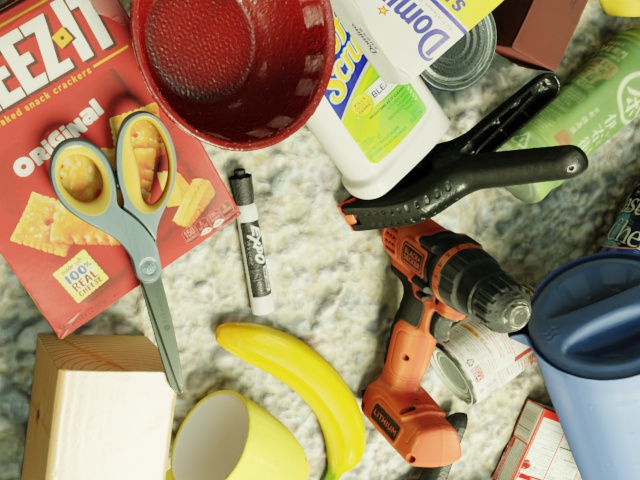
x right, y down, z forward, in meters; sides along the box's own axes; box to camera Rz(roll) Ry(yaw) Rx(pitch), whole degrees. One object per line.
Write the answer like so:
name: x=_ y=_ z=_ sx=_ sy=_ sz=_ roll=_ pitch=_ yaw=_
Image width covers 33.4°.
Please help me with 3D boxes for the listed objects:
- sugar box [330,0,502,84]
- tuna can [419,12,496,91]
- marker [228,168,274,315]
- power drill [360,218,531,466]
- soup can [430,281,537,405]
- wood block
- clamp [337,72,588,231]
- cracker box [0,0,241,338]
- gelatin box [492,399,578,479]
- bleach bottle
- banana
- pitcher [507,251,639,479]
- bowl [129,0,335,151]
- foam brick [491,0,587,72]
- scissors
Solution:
sugar box: x=0.095 y=-0.206 z=0.796 sx=0.176 sy=0.048 sz=0.093 roll=-43 pitch=112 yaw=-12
tuna can: x=0.102 y=-0.167 z=0.883 sx=0.086 sy=0.034 sz=0.086 roll=-6 pitch=104 yaw=-23
marker: x=-0.056 y=0.001 z=0.859 sx=0.020 sy=0.020 sz=0.121 roll=-15 pitch=108 yaw=-21
power drill: x=0.096 y=0.085 z=0.868 sx=0.057 sy=0.185 sz=0.188 roll=2 pitch=111 yaw=-25
soup can: x=0.154 y=0.092 z=0.949 sx=0.102 sy=0.069 sz=0.068 roll=-33 pitch=113 yaw=-14
wood block: x=-0.174 y=0.183 z=0.807 sx=0.090 sy=0.091 sz=0.206 roll=4 pitch=101 yaw=-25
clamp: x=0.114 y=-0.065 z=0.868 sx=0.210 sy=0.164 sz=0.036 roll=-21 pitch=115 yaw=23
cracker box: x=-0.177 y=-0.064 z=0.758 sx=0.164 sy=0.072 sz=0.213 roll=-34 pitch=113 yaw=-15
gelatin box: x=0.215 y=0.206 z=1.025 sx=0.073 sy=0.030 sz=0.089 roll=22 pitch=92 yaw=-29
bleach bottle: x=-0.008 y=-0.155 z=0.822 sx=0.102 sy=0.068 sz=0.250 roll=-44 pitch=113 yaw=-9
banana: x=-0.012 y=0.131 z=0.899 sx=0.069 sy=0.037 sz=0.197 roll=-38 pitch=115 yaw=-13
pitcher: x=0.272 y=0.135 z=0.913 sx=0.145 sy=0.149 sz=0.242 roll=-35 pitch=132 yaw=-11
bowl: x=-0.069 y=-0.141 z=0.737 sx=0.161 sy=0.055 sz=0.162 roll=-2 pitch=94 yaw=-36
foam brick: x=0.182 y=-0.189 z=0.905 sx=0.053 sy=0.051 sz=0.078 roll=24 pitch=92 yaw=-28
scissors: x=-0.139 y=0.011 z=0.737 sx=0.096 sy=0.016 sz=0.202 roll=0 pitch=98 yaw=-21
